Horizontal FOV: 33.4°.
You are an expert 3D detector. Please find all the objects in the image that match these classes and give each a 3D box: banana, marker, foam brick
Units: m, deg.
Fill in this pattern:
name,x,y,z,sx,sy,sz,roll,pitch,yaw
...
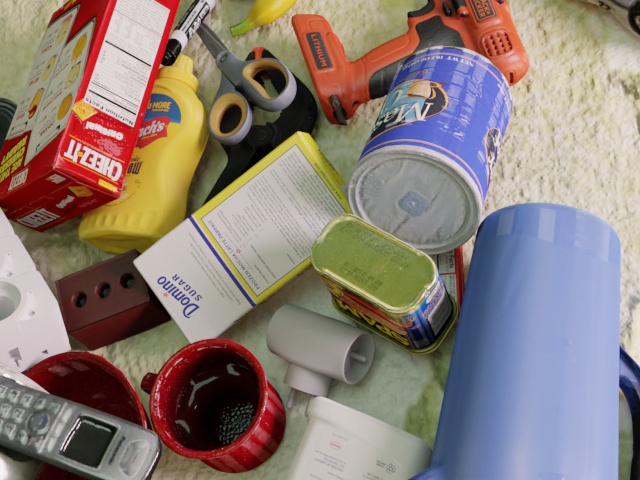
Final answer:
name,x,y,z,sx,sy,sz,roll,pitch,yaw
banana,-0.033,-0.284,1.034,0.070,0.037,0.197,10,69,19
marker,-0.126,-0.198,1.000,0.020,0.020,0.121,2,39,16
foam brick,-0.176,0.051,0.910,0.078,0.051,0.053,-22,62,4

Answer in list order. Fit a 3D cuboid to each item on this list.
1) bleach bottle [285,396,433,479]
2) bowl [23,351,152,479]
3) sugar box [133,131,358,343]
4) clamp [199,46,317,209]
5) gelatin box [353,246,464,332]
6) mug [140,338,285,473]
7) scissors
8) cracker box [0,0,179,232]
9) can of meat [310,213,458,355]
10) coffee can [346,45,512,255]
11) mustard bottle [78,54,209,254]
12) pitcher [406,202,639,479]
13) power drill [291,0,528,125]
name,x,y,z,sx,sy,sz,roll,pitch,yaw
bleach bottle,-0.010,0.247,0.768,0.103,0.068,0.250,19,74,22
bowl,-0.186,0.171,0.842,0.162,0.055,0.162,-8,72,27
sugar box,-0.056,0.001,0.868,0.176,0.048,0.093,-37,85,14
clamp,-0.037,-0.081,0.940,0.165,0.036,0.210,-5,62,15
gelatin box,0.072,0.034,0.862,0.089,0.030,0.073,-6,63,13
mug,-0.086,0.130,0.831,0.117,0.081,0.093,12,70,20
scissors,-0.093,-0.145,0.969,0.096,0.016,0.202,-53,42,-5
cracker box,-0.210,-0.127,0.950,0.164,0.072,0.213,-16,55,52
can of meat,0.047,0.033,0.803,0.102,0.084,0.057,29,76,26
coffee can,0.089,-0.072,0.839,0.103,0.103,0.140,6,44,18
mustard bottle,-0.148,-0.083,0.959,0.096,0.058,0.191,-2,63,35
pitcher,0.161,0.103,0.760,0.145,0.149,0.242,-4,61,30
power drill,0.073,-0.194,0.951,0.188,0.057,0.184,-20,62,6
